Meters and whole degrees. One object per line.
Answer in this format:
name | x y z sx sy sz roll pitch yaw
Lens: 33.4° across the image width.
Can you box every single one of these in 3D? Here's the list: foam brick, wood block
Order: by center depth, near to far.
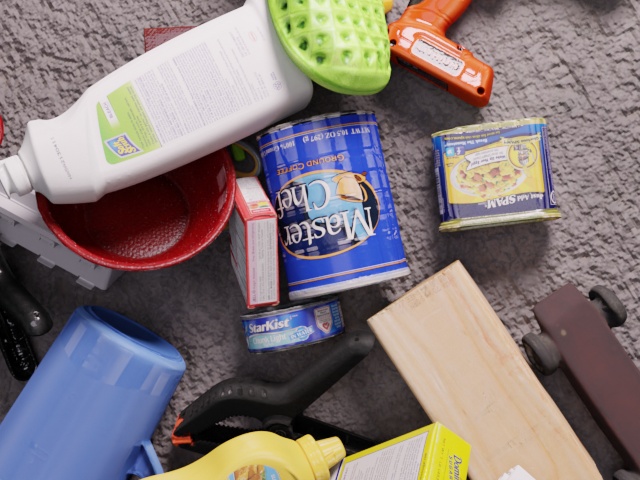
wood block | 0.133 0.126 0.880 0.090 0.090 0.206 -34 87 7
foam brick | -0.122 -0.144 0.932 0.053 0.051 0.078 -1 90 6

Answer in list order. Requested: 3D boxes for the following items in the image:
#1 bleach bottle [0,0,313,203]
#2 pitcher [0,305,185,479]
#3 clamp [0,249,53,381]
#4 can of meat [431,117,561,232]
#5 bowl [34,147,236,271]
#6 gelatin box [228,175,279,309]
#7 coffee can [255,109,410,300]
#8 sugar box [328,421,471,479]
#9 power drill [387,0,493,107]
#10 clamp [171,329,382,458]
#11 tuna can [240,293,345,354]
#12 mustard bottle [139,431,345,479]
bleach bottle | -0.137 -0.103 0.842 0.250 0.068 0.102 -25 84 -15
pitcher | -0.208 0.187 0.907 0.149 0.145 0.243 30 91 -31
clamp | -0.283 0.034 0.929 0.039 0.120 0.171 -27 84 -38
can of meat | 0.145 -0.054 0.896 0.102 0.057 0.084 -7 87 6
bowl | -0.151 -0.036 0.881 0.162 0.055 0.162 4 61 -7
gelatin box | -0.056 0.001 0.895 0.030 0.073 0.089 -8 121 -13
coffee can | 0.010 -0.028 0.889 0.103 0.102 0.140 -12 88 7
sugar box | 0.038 0.215 0.850 0.048 0.093 0.177 36 138 -20
power drill | 0.150 -0.210 0.897 0.184 0.057 0.187 29 91 10
clamp | -0.029 0.143 0.899 0.210 0.036 0.164 -3 125 13
tuna can | -0.023 0.070 0.902 0.086 0.086 0.034 -12 90 7
mustard bottle | -0.068 0.206 0.859 0.191 0.058 0.096 -23 120 -13
